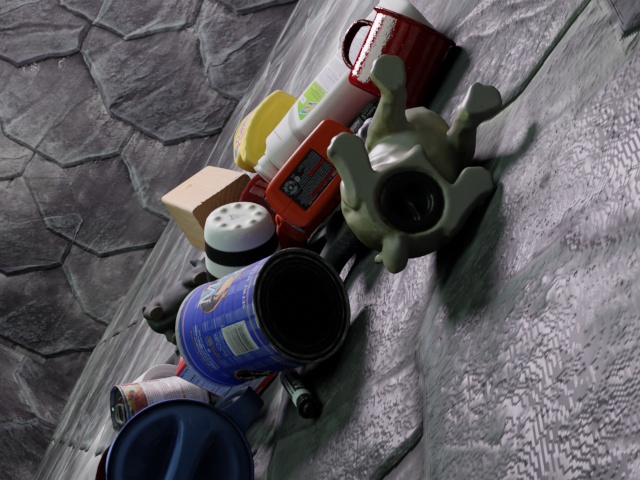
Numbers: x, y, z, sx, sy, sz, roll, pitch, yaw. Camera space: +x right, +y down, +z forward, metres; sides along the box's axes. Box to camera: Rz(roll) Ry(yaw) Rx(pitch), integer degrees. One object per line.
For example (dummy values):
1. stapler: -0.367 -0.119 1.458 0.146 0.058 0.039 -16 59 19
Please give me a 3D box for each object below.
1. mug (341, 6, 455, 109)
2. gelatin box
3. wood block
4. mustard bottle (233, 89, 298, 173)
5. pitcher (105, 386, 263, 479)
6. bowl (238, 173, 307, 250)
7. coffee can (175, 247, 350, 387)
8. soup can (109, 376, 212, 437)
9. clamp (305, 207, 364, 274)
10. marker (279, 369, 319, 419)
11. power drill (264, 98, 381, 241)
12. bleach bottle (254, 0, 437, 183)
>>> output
1. mug: 0.070 -0.188 1.098 0.093 0.117 0.081 11 -75 -62
2. gelatin box: -0.098 0.131 1.125 0.073 0.089 0.030 -52 15 40
3. wood block: -0.141 -0.039 1.470 0.090 0.090 0.206 -36 17 -12
4. mustard bottle: -0.073 -0.133 1.351 0.192 0.058 0.096 -175 108 -79
5. pitcher: -0.145 0.221 1.065 0.243 0.149 0.145 146 125 -73
6. bowl: -0.058 0.002 1.271 0.162 0.055 0.162 -37 47 56
7. coffee can: -0.055 0.073 0.972 0.141 0.102 0.102 -24 38 51
8. soup can: -0.183 0.192 1.227 0.069 0.102 0.068 21 114 59
9. clamp: 0.024 -0.010 1.060 0.210 0.036 0.164 -57 11 29
10. marker: -0.019 0.136 0.952 0.020 0.020 0.121 -62 12 0
11. power drill: 0.014 -0.076 1.093 0.184 0.057 0.187 -53 -6 5
12. bleach bottle: 0.020 -0.165 1.206 0.251 0.068 0.102 -45 23 7
